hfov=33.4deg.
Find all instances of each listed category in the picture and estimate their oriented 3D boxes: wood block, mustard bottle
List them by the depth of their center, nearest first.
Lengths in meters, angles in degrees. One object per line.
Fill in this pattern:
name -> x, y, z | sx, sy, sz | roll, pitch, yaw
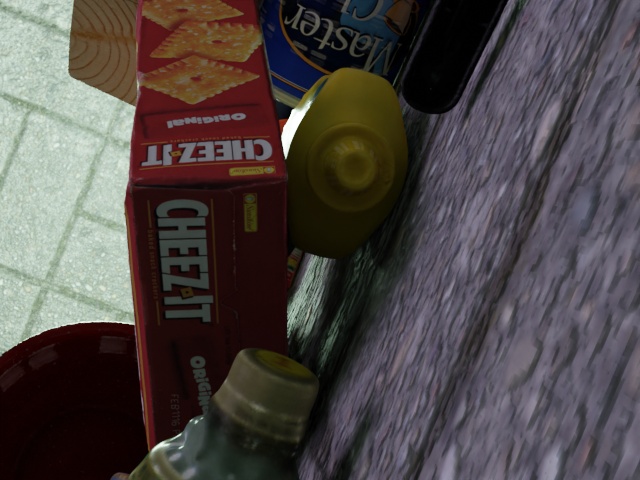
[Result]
mustard bottle -> 0.009, -0.040, 0.555 | 0.191, 0.058, 0.096 | -126, 53, -83
wood block -> -0.077, -0.186, 0.711 | 0.090, 0.091, 0.206 | 114, -178, -54

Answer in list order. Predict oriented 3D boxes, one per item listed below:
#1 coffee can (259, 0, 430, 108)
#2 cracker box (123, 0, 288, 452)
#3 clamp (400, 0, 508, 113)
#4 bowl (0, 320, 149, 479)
coffee can -> 0.018, -0.159, 0.695 | 0.102, 0.102, 0.140 | -82, 15, -68
cracker box -> -0.057, -0.014, 0.536 | 0.214, 0.072, 0.164 | -100, 9, -56
clamp -> 0.087, -0.153, 0.366 | 0.164, 0.036, 0.210 | 158, 135, -83
bowl -> -0.120, 0.128, 0.574 | 0.055, 0.162, 0.162 | 130, 162, -65
